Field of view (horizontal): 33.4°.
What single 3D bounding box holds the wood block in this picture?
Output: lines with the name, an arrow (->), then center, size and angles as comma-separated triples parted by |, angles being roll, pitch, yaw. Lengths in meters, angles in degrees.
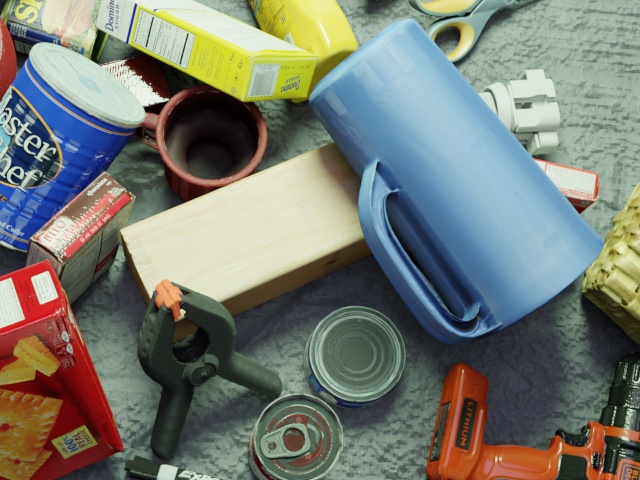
wood block -> -0.056, 0.002, 0.904 | 0.206, 0.091, 0.090 | -23, 78, -13

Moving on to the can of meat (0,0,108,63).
can of meat -> -0.233, -0.209, 0.966 | 0.084, 0.057, 0.102 | 18, 72, -4

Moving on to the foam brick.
foam brick -> -0.174, -0.126, 0.949 | 0.078, 0.053, 0.051 | -17, 76, -11

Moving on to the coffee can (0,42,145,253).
coffee can -> -0.223, -0.074, 0.868 | 0.103, 0.102, 0.140 | 40, 107, 6

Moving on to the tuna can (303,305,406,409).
tuna can -> 0.030, 0.100, 0.914 | 0.086, 0.034, 0.086 | 2, 73, -6

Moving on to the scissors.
scissors -> 0.171, -0.216, 1.032 | 0.201, 0.016, 0.096 | -2, 105, -27

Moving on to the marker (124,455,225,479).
marker -> -0.102, 0.200, 0.876 | 0.121, 0.020, 0.020 | 16, 72, -2

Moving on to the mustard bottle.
mustard bottle -> -0.031, -0.229, 0.974 | 0.058, 0.096, 0.192 | -16, 75, -27

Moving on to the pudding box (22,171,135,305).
pudding box -> -0.199, 0.009, 0.861 | 0.039, 0.114, 0.089 | 37, 52, 6

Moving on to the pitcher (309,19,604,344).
pitcher -> 0.096, -0.045, 0.843 | 0.145, 0.149, 0.243 | -38, 93, 11

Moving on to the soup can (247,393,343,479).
soup can -> -0.022, 0.164, 0.852 | 0.068, 0.102, 0.068 | 2, 73, -7

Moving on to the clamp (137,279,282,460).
clamp -> -0.106, 0.104, 0.844 | 0.120, 0.171, 0.039 | -39, 44, -12

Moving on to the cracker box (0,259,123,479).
cracker box -> -0.273, 0.129, 0.798 | 0.213, 0.164, 0.072 | -22, 41, -14

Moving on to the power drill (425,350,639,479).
power drill -> 0.194, 0.164, 0.902 | 0.187, 0.057, 0.184 | 16, 72, -2

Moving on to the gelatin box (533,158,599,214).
gelatin box -> 0.195, -0.044, 0.958 | 0.089, 0.073, 0.030 | 12, 73, -4

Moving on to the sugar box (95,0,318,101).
sugar box -> -0.100, -0.171, 0.921 | 0.176, 0.093, 0.048 | 27, 112, 29

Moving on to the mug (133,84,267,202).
mug -> -0.107, -0.081, 0.927 | 0.117, 0.081, 0.093 | 16, 72, -2
